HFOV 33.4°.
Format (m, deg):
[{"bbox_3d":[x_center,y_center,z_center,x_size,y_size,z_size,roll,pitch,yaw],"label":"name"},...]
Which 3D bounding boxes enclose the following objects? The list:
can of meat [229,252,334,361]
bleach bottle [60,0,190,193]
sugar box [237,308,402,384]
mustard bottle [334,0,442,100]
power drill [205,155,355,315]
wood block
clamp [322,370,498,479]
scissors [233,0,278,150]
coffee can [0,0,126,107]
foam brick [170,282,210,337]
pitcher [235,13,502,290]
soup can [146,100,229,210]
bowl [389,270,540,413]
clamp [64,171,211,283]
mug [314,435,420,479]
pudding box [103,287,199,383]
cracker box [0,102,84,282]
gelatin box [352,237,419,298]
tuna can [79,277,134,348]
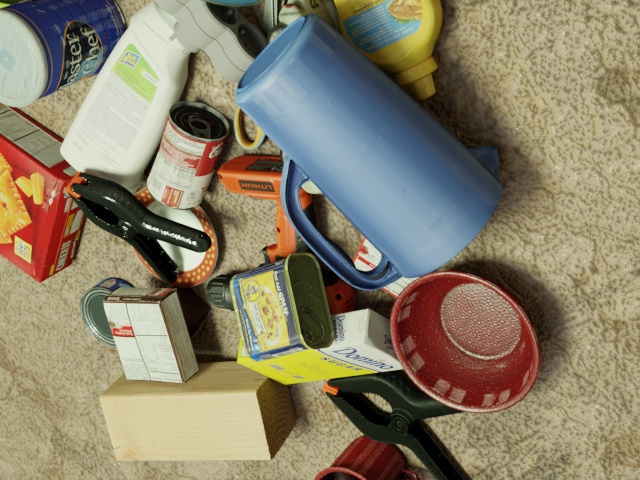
[{"bbox_3d":[-0.041,0.072,1.115,0.084,0.057,0.102,-18,80,35],"label":"can of meat"},{"bbox_3d":[-0.191,-0.165,1.165,0.102,0.068,0.251,38,124,-2],"label":"bleach bottle"},{"bbox_3d":[0.005,0.119,1.171,0.177,0.048,0.093,-10,152,37],"label":"sugar box"},{"bbox_3d":[0.059,-0.219,0.988,0.096,0.058,0.191,-20,102,29],"label":"mustard bottle"},{"bbox_3d":[-0.058,0.001,1.172,0.185,0.057,0.187,3,118,26],"label":"power drill"},{"bbox_3d":[-0.145,0.204,1.280,0.206,0.090,0.091,-5,109,22],"label":"wood block"},{"bbox_3d":[0.100,0.206,1.191,0.210,0.036,0.164,15,120,26],"label":"clamp"},{"bbox_3d":[-0.038,-0.172,1.098,0.096,0.016,0.202,30,125,13],"label":"scissors"},{"bbox_3d":[-0.291,-0.213,1.150,0.103,0.140,0.103,14,120,25],"label":"coffee can"},{"bbox_3d":[-0.180,0.100,1.297,0.053,0.051,0.078,40,127,7],"label":"foam brick"},{"bbox_3d":[0.034,-0.080,0.976,0.242,0.149,0.145,42,136,-17],"label":"pitcher"},{"bbox_3d":[-0.147,-0.092,1.170,0.068,0.068,0.102,34,127,12],"label":"soup can"},{"bbox_3d":[0.154,0.094,1.090,0.162,0.055,0.162,14,120,25],"label":"bowl"},{"bbox_3d":[-0.202,-0.021,1.192,0.171,0.039,0.120,39,140,-20],"label":"clamp"},{"bbox_3d":[0.060,0.278,1.223,0.117,0.081,0.093,-4,111,33],"label":"mug"},{"bbox_3d":[-0.200,0.112,1.257,0.090,0.039,0.113,-1,115,29],"label":"pudding box"},{"bbox_3d":[-0.392,-0.074,1.325,0.214,0.072,0.164,33,126,14],"label":"cracker box"},{"bbox_3d":[0.080,0.011,1.110,0.073,0.030,0.089,32,126,12],"label":"gelatin box"},{"bbox_3d":[-0.261,0.091,1.353,0.086,0.033,0.086,14,120,25],"label":"tuna can"}]
